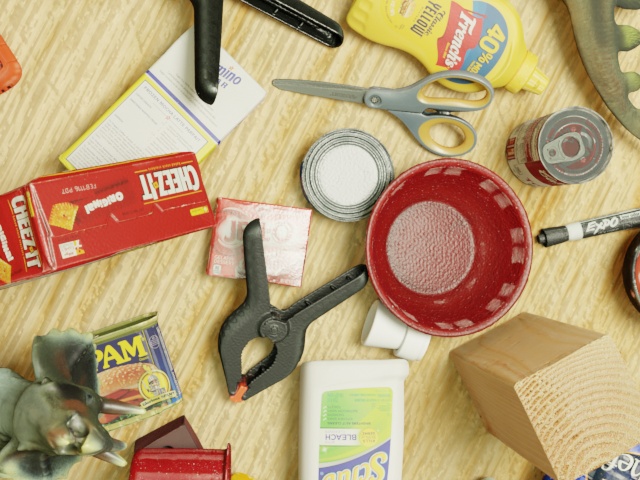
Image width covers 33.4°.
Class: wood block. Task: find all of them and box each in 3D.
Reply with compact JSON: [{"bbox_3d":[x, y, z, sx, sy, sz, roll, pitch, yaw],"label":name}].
[{"bbox_3d":[0.192,0.128,0.922,0.090,0.206,0.091,-27,94,-5],"label":"wood block"}]

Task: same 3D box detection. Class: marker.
[{"bbox_3d":[0.266,-0.013,1.021,0.121,0.020,0.020,-12,92,-6],"label":"marker"}]

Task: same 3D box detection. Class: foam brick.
[{"bbox_3d":[-0.128,0.206,0.966,0.053,0.051,0.078,-29,94,-5],"label":"foam brick"}]

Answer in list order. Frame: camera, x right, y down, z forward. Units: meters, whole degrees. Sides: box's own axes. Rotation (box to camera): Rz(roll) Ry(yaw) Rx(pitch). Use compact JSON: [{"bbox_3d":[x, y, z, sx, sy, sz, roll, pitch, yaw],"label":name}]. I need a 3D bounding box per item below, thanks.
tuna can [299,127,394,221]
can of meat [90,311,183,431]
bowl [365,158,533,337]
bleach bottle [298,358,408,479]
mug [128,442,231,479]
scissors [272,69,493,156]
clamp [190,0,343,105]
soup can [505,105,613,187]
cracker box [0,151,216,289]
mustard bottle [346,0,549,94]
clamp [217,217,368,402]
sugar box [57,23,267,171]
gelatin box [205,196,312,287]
[{"bbox_3d":[0.024,-0.060,0.987,0.086,0.034,0.086,0,91,-6],"label":"tuna can"},{"bbox_3d":[-0.181,0.120,0.957,0.102,0.057,0.084,-18,96,-5],"label":"can of meat"},{"bbox_3d":[0.111,0.007,0.981,0.162,0.055,0.162,0,90,-14],"label":"bowl"},{"bbox_3d":[0.032,0.234,0.958,0.102,0.068,0.251,-1,82,-6],"label":"bleach bottle"},{"bbox_3d":[-0.118,0.226,0.903,0.081,0.093,0.117,2,127,-2],"label":"mug"},{"bbox_3d":[0.061,-0.117,0.994,0.202,0.016,0.096,-3,125,14],"label":"scissors"},{"bbox_3d":[-0.094,-0.224,0.946,0.164,0.036,0.210,-38,89,-34],"label":"clamp"},{"bbox_3d":[0.215,-0.083,0.973,0.068,0.102,0.068,0,91,-7],"label":"soup can"},{"bbox_3d":[-0.217,-0.008,0.846,0.163,0.214,0.072,-19,94,-50],"label":"cracker box"},{"bbox_3d":[0.126,-0.191,0.977,0.191,0.058,0.096,31,115,-7],"label":"mustard bottle"},{"bbox_3d":[-0.032,0.072,0.963,0.120,0.039,0.171,17,109,-6],"label":"clamp"},{"bbox_3d":[-0.141,-0.101,0.963,0.176,0.048,0.093,-45,95,-7],"label":"sugar box"},{"bbox_3d":[-0.057,0.001,0.981,0.089,0.030,0.073,8,90,-7],"label":"gelatin box"}]
